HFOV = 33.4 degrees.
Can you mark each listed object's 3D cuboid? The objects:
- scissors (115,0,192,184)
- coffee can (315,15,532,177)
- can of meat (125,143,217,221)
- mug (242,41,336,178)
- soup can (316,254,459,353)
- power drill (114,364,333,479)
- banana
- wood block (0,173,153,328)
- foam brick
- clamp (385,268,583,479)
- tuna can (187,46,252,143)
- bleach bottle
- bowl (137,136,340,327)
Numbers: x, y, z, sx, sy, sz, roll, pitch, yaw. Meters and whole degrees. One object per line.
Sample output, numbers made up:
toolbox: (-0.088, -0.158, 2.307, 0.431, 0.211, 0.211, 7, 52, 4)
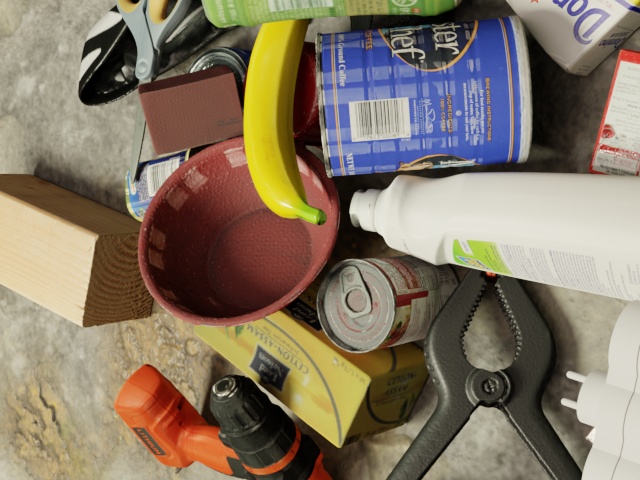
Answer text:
scissors: (-0.156, -0.158, 0.899, 0.096, 0.016, 0.202, 29, 105, 34)
coffee can: (0.071, -0.100, 0.749, 0.140, 0.103, 0.103, -4, 90, 4)
can of meat: (-0.106, -0.048, 0.921, 0.084, 0.101, 0.057, -9, 86, 39)
mug: (-0.007, -0.105, 0.856, 0.093, 0.081, 0.117, -6, 88, 37)
soup can: (0.054, 0.045, 0.804, 0.069, 0.102, 0.068, 2, 93, 36)
power drill: (-0.086, 0.160, 0.889, 0.188, 0.057, 0.184, 12, 143, 41)
banana: (-0.027, -0.098, 0.787, 0.070, 0.037, 0.198, -13, 73, 29)
wood block: (-0.261, 0.004, 1.045, 0.206, 0.090, 0.091, 21, 106, 34)
foam brick: (-0.104, -0.105, 0.859, 0.051, 0.078, 0.053, -127, 25, -70)
clamp: (0.111, 0.113, 0.766, 0.164, 0.036, 0.210, -5, 73, 3)
tuna can: (-0.081, -0.127, 0.939, 0.086, 0.033, 0.086, 2, 93, 37)
bleach bottle: (0.135, -0.011, 0.722, 0.251, 0.102, 0.068, 9, 65, 27)
bowl: (-0.055, 0.001, 0.816, 0.162, 0.055, 0.162, -8, 61, 15)
